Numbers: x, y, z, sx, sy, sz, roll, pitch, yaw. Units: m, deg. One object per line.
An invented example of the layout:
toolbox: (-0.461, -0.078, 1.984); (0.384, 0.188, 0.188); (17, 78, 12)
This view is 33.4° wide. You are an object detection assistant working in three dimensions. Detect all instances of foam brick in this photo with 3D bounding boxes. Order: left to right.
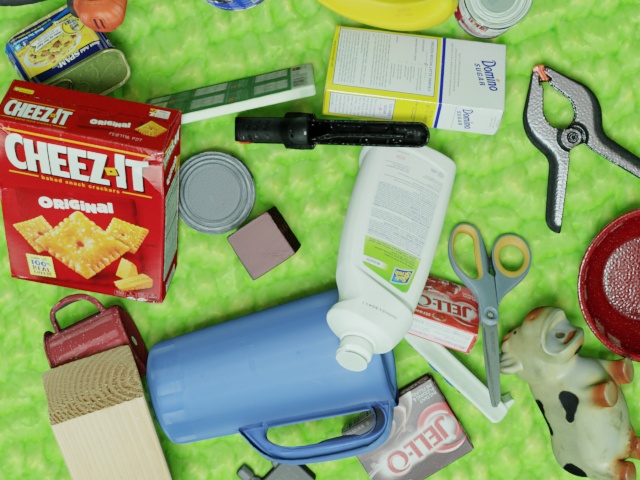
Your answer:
foam brick: (-0.057, 0.001, 1.092); (0.051, 0.078, 0.053); (-32, 94, 6)

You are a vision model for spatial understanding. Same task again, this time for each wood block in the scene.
wood block: (-0.201, 0.220, 1.066); (0.090, 0.090, 0.206); (-18, 123, -11)

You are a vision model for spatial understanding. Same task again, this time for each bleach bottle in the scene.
bleach bottle: (0.056, 0.011, 1.019); (0.102, 0.068, 0.250); (22, 53, 0)

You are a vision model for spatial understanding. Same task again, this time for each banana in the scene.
banana: (0.059, -0.242, 1.058); (0.198, 0.037, 0.069); (13, 134, 30)

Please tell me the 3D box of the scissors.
scissors: (0.185, 0.067, 1.069); (0.096, 0.016, 0.202); (-8, 60, -13)

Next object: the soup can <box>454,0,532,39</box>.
soup can: (0.168, -0.235, 1.046); (0.068, 0.102, 0.068); (0, 96, 2)

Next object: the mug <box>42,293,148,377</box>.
mug: (-0.234, 0.108, 1.103); (0.081, 0.093, 0.117); (-26, 102, 0)

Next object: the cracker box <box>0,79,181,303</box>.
cracker box: (-0.224, -0.040, 1.042); (0.164, 0.072, 0.214); (11, 136, 1)

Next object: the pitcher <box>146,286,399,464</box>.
pitcher: (-0.045, 0.138, 1.078); (0.243, 0.149, 0.145); (-15, 111, 7)

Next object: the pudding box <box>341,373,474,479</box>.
pudding box: (0.091, 0.207, 1.127); (0.113, 0.039, 0.090); (-32, 94, 5)

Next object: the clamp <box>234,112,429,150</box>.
clamp: (-0.024, -0.106, 1.030); (0.210, 0.164, 0.036); (7, 96, 42)

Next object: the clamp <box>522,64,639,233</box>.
clamp: (0.268, -0.103, 1.087); (0.120, 0.039, 0.171); (-18, 95, 3)

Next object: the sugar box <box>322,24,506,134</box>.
sugar box: (0.094, -0.160, 1.065); (0.176, 0.048, 0.093); (9, 56, 0)

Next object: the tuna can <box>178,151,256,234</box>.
tuna can: (-0.110, -0.050, 1.110); (0.086, 0.033, 0.086); (0, 96, 2)

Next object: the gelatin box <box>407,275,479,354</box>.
gelatin box: (0.119, 0.071, 1.093); (0.089, 0.073, 0.030); (18, 125, 0)

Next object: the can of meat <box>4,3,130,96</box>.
can of meat: (-0.256, -0.181, 1.070); (0.102, 0.057, 0.084); (-31, 63, -8)
